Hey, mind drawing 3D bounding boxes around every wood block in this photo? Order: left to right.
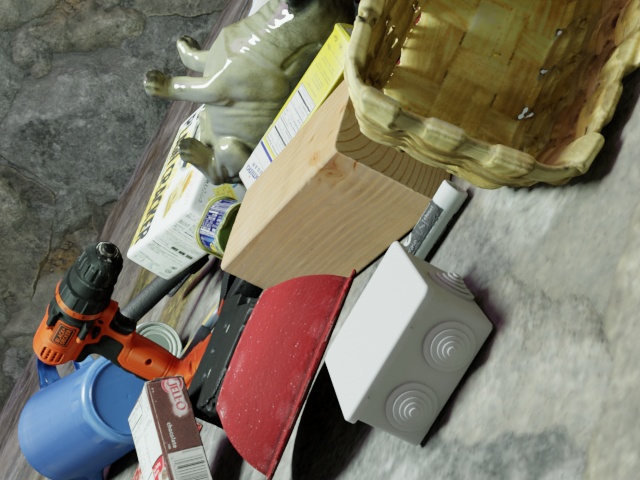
[{"bbox_3d":[0.011,-0.035,0.831,0.206,0.090,0.090,-43,25,52],"label":"wood block"}]

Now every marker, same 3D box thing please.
[{"bbox_3d":[0.060,0.014,0.722,0.121,0.020,0.020,-58,16,17],"label":"marker"}]

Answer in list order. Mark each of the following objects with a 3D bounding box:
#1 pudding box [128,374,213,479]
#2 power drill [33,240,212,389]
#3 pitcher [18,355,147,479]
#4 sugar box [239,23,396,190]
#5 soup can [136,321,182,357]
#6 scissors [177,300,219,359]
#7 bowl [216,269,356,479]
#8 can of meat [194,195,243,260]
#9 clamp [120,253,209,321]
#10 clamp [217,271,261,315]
[{"bbox_3d":[-0.127,0.182,0.901,0.090,0.039,0.113,122,135,-56],"label":"pudding box"},{"bbox_3d":[-0.179,0.090,1.066,0.185,0.187,0.057,-51,18,43],"label":"power drill"},{"bbox_3d":[-0.277,0.203,1.295,0.243,0.149,0.145,-34,32,55],"label":"pitcher"},{"bbox_3d":[0.012,-0.101,0.930,0.176,0.093,0.048,-56,46,31],"label":"sugar box"},{"bbox_3d":[-0.218,0.139,1.337,0.102,0.068,0.068,-26,39,65],"label":"soup can"},{"bbox_3d":[-0.143,0.117,1.223,0.096,0.016,0.202,-56,3,-20],"label":"scissors"},{"bbox_3d":[-0.029,0.085,0.739,0.162,0.055,0.162,24,-92,-87],"label":"bowl"},{"bbox_3d":[-0.056,0.001,0.975,0.057,0.102,0.084,-65,17,-4],"label":"can of meat"},{"bbox_3d":[-0.170,0.028,1.351,0.210,0.036,0.164,-44,1,26],"label":"clamp"},{"bbox_3d":[-0.071,0.003,1.135,0.171,0.039,0.120,-65,14,-7],"label":"clamp"}]
